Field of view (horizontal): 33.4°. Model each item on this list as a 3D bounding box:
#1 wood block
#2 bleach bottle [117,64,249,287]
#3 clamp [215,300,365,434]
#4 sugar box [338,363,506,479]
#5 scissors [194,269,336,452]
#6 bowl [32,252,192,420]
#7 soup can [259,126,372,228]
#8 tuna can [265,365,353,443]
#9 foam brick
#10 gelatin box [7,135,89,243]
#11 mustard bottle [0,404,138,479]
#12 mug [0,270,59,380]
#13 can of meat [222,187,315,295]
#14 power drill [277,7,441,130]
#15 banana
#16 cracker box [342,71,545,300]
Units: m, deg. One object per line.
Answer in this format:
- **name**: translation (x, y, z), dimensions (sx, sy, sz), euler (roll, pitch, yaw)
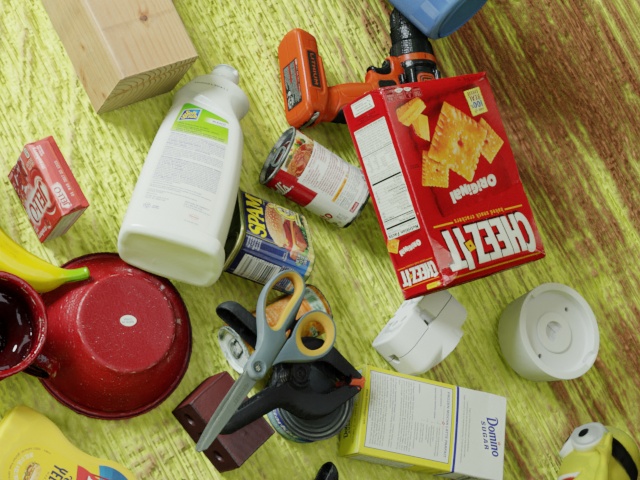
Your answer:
- **wood block**: translation (-0.215, -0.244, 1.052), dimensions (0.090, 0.090, 0.206), euler (-24, 86, -32)
- **bleach bottle**: translation (-0.115, -0.078, 1.043), dimensions (0.102, 0.068, 0.250), euler (17, 51, -3)
- **clamp**: translation (-0.034, 0.135, 0.999), dimensions (0.171, 0.039, 0.120), euler (22, 72, -30)
- **sugar box**: translation (0.108, 0.192, 1.103), dimensions (0.176, 0.048, 0.093), euler (18, 67, -25)
- **scissors**: translation (-0.041, 0.119, 0.960), dimensions (0.096, 0.016, 0.201), euler (34, 55, -23)
- **bowl**: translation (-0.186, 0.082, 0.984), dimensions (0.161, 0.055, 0.162), euler (9, 70, -25)
- **soup can**: translation (-0.004, -0.065, 1.115), dimensions (0.102, 0.069, 0.068), euler (29, 63, -17)
- **tuna can**: translation (-0.012, 0.157, 1.059), dimensions (0.086, 0.034, 0.086), euler (8, 71, -24)
- **foam brick**: translation (-0.092, 0.170, 1.004), dimensions (0.051, 0.053, 0.078), euler (-40, 93, -31)
- **gelatin box**: translation (-0.250, -0.045, 0.971), dimensions (0.030, 0.089, 0.073), euler (-26, 87, -31)
- **mustard bottle**: translation (-0.209, 0.230, 0.923), dimensions (0.191, 0.058, 0.096), euler (36, 63, -13)
- **mug**: translation (-0.278, 0.086, 0.919), dimensions (0.117, 0.082, 0.093), euler (31, 63, -14)
- **can of meat**: translation (-0.057, 0.001, 1.054), dimensions (0.083, 0.057, 0.102), euler (22, 29, -22)
- **power drill**: translation (0.049, -0.188, 1.186), dimensions (0.187, 0.057, 0.184), euler (0, 73, -26)
- **banana**: translation (-0.295, -0.020, 0.948), dimensions (0.069, 0.037, 0.198), euler (-43, 97, -21)
- **cracker box**: translation (0.133, -0.061, 1.117), dimensions (0.163, 0.072, 0.214), euler (-13, 83, -38)
